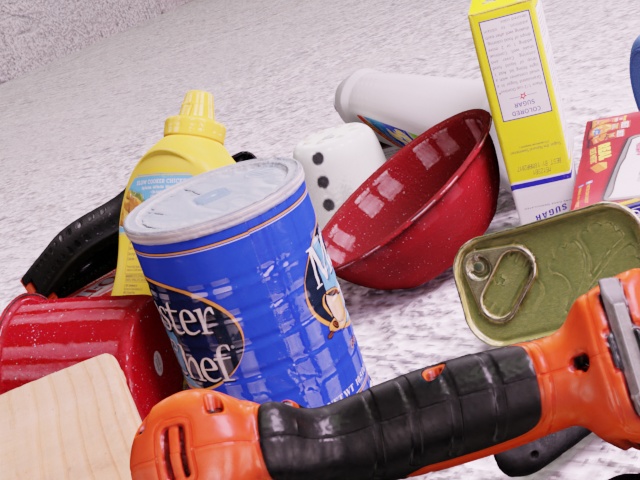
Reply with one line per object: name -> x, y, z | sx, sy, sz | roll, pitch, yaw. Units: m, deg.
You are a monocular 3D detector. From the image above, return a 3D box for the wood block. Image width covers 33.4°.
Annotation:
wood block -> -0.103, 0.136, 0.463 | 0.090, 0.091, 0.206 | -22, 19, -12

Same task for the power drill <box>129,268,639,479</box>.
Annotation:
power drill -> 0.046, 0.077, 0.407 | 0.188, 0.057, 0.184 | -19, -21, 15

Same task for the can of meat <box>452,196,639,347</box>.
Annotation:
can of meat -> 0.133, 0.013, 0.549 | 0.102, 0.057, 0.083 | -18, -3, 34

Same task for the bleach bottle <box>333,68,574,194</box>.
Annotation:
bleach bottle -> 0.090, -0.099, 0.894 | 0.068, 0.102, 0.251 | -60, 32, -3

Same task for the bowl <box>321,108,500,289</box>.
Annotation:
bowl -> 0.069, -0.017, 0.737 | 0.162, 0.055, 0.162 | -40, 15, 12

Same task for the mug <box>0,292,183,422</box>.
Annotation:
mug -> -0.131, 0.083, 0.607 | 0.081, 0.093, 0.117 | -5, 52, 15

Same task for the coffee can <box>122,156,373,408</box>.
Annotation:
coffee can -> -0.038, 0.037, 0.601 | 0.103, 0.140, 0.103 | -16, 19, 6

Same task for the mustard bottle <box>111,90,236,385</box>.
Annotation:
mustard bottle -> -0.091, -0.003, 0.695 | 0.096, 0.191, 0.058 | 0, -10, 40

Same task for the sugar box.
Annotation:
sugar box -> 0.137, -0.076, 0.697 | 0.048, 0.176, 0.093 | -10, 20, 15

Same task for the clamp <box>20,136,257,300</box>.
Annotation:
clamp -> -0.141, -0.018, 0.837 | 0.210, 0.036, 0.164 | -38, -13, 13
